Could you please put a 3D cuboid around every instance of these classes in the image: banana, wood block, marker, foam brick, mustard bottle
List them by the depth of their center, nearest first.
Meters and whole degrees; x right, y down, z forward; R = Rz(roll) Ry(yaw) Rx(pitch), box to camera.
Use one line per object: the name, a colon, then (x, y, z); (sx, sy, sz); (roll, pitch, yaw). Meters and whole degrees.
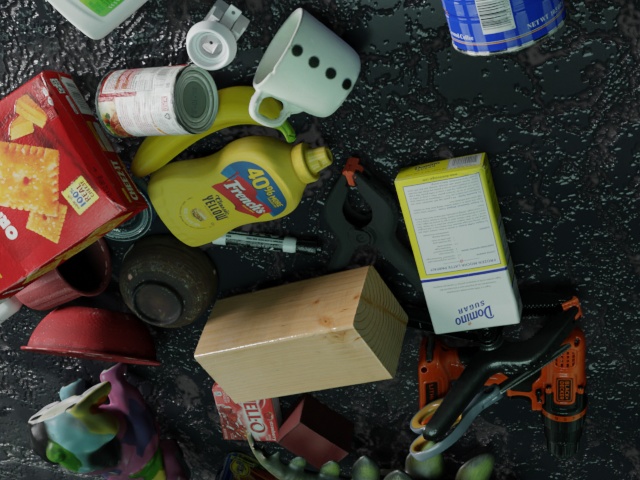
banana: (-0.112, -0.114, 1.066); (0.198, 0.069, 0.037); (-11, 150, 30)
mustard bottle: (-0.076, -0.059, 1.100); (0.192, 0.058, 0.096); (-18, 126, 22)
wood block: (-0.022, 0.105, 1.163); (0.206, 0.090, 0.090); (-14, 128, 31)
marker: (-0.058, 0.001, 1.163); (0.121, 0.020, 0.020); (7, 126, 7)
foam brick: (-0.006, 0.235, 1.297); (0.078, 0.053, 0.051); (36, 124, -13)

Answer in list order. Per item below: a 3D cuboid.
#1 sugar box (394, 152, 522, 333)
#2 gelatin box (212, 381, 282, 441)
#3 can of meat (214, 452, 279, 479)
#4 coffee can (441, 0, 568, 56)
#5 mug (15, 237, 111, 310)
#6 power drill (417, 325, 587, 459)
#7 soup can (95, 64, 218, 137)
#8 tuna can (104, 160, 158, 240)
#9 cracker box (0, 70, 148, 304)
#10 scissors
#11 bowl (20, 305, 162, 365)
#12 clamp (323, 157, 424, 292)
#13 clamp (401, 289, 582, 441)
sugar box: (0.143, 0.005, 1.091); (0.093, 0.048, 0.176); (-9, 113, 19)
gelatin box: (-0.088, 0.205, 1.307); (0.073, 0.030, 0.089); (0, 125, 11)
can of meat: (-0.091, 0.329, 1.363); (0.102, 0.084, 0.058); (31, 125, -10)
coffee can: (0.143, -0.241, 0.897); (0.103, 0.102, 0.140); (-10, 122, 18)
mug: (-0.301, 0.029, 1.181); (0.082, 0.117, 0.093); (-22, 80, 30)
power drill: (0.206, 0.172, 1.207); (0.188, 0.057, 0.184); (-1, 121, 9)
soup can: (-0.159, -0.135, 1.039); (0.102, 0.068, 0.068); (2, 128, 34)
tuna can: (-0.217, -0.042, 1.157); (0.086, 0.033, 0.086); (6, 126, 8)
cracker box: (-0.309, -0.046, 1.081); (0.214, 0.072, 0.164); (-32, 87, 11)
scissors: (0.173, 0.164, 1.153); (0.201, 0.096, 0.016); (-38, 107, -6)
bowl: (-0.259, 0.108, 1.230); (0.162, 0.055, 0.162); (6, 171, 1)
clamp: (0.057, -0.007, 1.121); (0.120, 0.039, 0.171); (1, 130, 8)
clamp: (0.173, 0.101, 1.141); (0.210, 0.165, 0.036); (-28, 144, 4)
